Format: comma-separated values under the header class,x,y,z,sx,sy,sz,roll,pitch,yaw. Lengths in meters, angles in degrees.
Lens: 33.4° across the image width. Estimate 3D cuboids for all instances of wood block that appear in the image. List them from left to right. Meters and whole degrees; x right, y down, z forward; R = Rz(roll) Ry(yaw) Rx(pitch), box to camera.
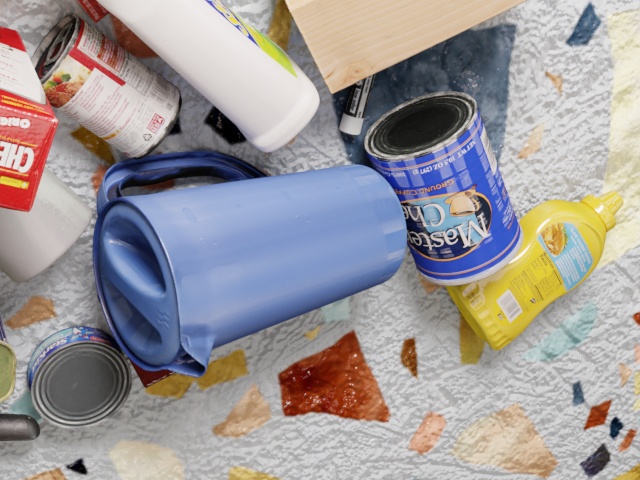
class,x,y,z,sx,sy,sz,roll,pitch,yaw
wood block,0.076,-0.212,0.825,0.206,0.090,0.090,-25,135,6

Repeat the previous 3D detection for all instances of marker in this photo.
class,x,y,z,sx,sy,sz,roll,pitch,yaw
marker,0.040,-0.151,0.915,0.020,0.020,0.121,6,110,-26

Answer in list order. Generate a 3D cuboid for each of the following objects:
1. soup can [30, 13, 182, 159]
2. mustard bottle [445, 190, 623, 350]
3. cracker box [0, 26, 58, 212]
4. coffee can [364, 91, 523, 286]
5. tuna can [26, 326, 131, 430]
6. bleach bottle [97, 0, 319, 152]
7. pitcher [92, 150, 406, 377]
class,x,y,z,sx,sy,sz,roll,pitch,yaw
soup can,-0.165,-0.116,0.813,0.102,0.069,0.068,34,96,-32
mustard bottle,0.218,0.016,1.044,0.191,0.058,0.096,-38,120,-4
cracker box,-0.271,-0.102,0.687,0.164,0.214,0.072,13,108,-28
coffee can,0.110,-0.045,0.944,0.102,0.103,0.140,-31,121,-8
tuna can,-0.208,0.118,0.918,0.086,0.034,0.086,-9,116,-20
bleach bottle,-0.106,-0.162,0.765,0.068,0.103,0.250,-43,138,10
pitcher,-0.056,0.001,0.864,0.242,0.145,0.149,-15,108,-36
